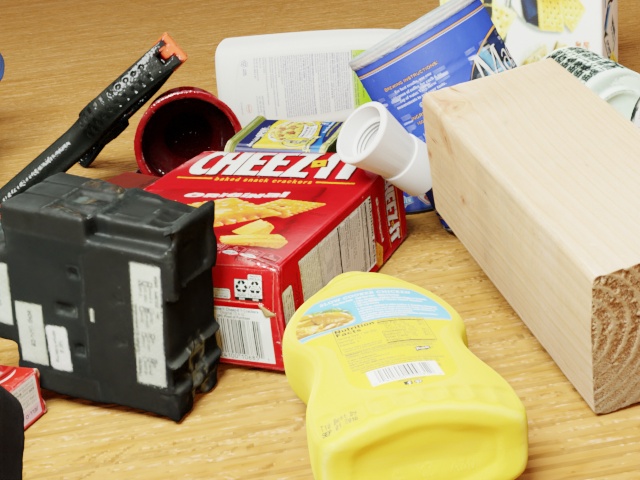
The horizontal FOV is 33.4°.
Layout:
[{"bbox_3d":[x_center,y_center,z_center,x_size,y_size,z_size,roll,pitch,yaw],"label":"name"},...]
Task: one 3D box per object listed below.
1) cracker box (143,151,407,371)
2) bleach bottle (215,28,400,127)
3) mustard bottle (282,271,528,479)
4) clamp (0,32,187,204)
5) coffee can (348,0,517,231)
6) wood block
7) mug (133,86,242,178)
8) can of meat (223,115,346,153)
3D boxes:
[{"bbox_3d":[-0.055,0.001,0.705,0.164,0.072,0.213,4,23,23],"label":"cracker box"},{"bbox_3d":[0.028,-0.153,1.038,0.251,0.102,0.068,-1,24,9],"label":"bleach bottle"},{"bbox_3d":[0.031,0.062,0.544,0.096,0.058,0.192,-10,22,-6],"label":"mustard bottle"},{"bbox_3d":[-0.194,-0.097,0.917,0.210,0.036,0.164,-37,9,34],"label":"clamp"},{"bbox_3d":[0.099,-0.092,0.759,0.103,0.140,0.103,-30,9,5],"label":"coffee can"},{"bbox_3d":[0.139,-0.012,0.592,0.090,0.090,0.206,-18,35,-9],"label":"wood block"},{"bbox_3d":[-0.124,-0.081,0.931,0.117,0.093,0.081,-44,17,5],"label":"mug"},{"bbox_3d":[-0.023,-0.066,0.885,0.084,0.057,0.102,3,24,17],"label":"can of meat"}]
